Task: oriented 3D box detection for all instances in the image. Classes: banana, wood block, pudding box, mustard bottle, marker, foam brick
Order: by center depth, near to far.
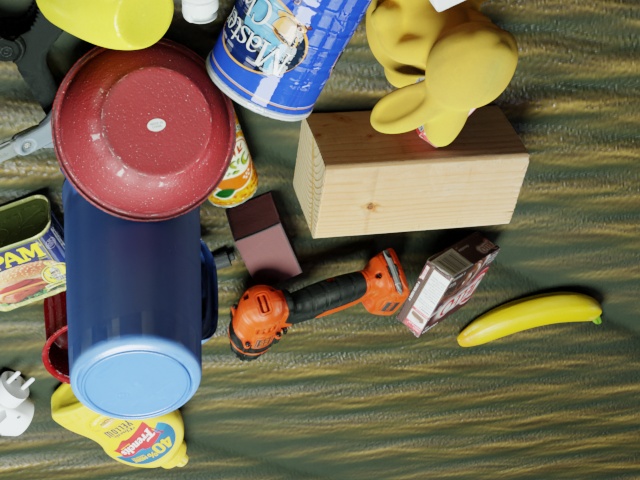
[{"bbox_3d":[0.087,-0.069,1.053,0.205,0.090,0.091,-4,133,-16],"label":"wood block"},{"bbox_3d":[-0.057,0.001,1.093,0.051,0.053,0.078,-22,134,1],"label":"foam brick"},{"bbox_3d":[-0.147,0.037,1.117,0.121,0.020,0.020,-20,134,0],"label":"marker"},{"bbox_3d":[0.141,0.047,1.176,0.113,0.039,0.090,-23,146,-48],"label":"pudding box"},{"bbox_3d":[-0.213,0.213,1.227,0.096,0.058,0.191,-31,133,11],"label":"mustard bottle"},{"bbox_3d":[0.264,0.094,1.296,0.197,0.037,0.070,-6,131,-14],"label":"banana"}]

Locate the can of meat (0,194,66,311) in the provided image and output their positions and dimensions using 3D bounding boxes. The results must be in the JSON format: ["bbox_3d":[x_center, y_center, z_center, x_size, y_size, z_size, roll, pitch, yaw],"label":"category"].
[{"bbox_3d":[-0.289,0.014,1.023,0.102,0.057,0.084,-19,137,3],"label":"can of meat"}]

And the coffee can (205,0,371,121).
[{"bbox_3d":[-0.023,-0.187,0.900,0.102,0.103,0.140,13,125,-28],"label":"coffee can"}]

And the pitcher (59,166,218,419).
[{"bbox_3d":[-0.160,0.040,0.961,0.149,0.243,0.145,-1,134,-10],"label":"pitcher"}]

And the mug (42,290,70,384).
[{"bbox_3d":[-0.244,0.095,1.094,0.093,0.081,0.117,12,126,-27],"label":"mug"}]

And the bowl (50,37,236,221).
[{"bbox_3d":[-0.142,-0.097,0.898,0.162,0.055,0.162,0,90,-19],"label":"bowl"}]

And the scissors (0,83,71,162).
[{"bbox_3d":[-0.242,-0.077,0.928,0.201,0.016,0.096,-39,142,-12],"label":"scissors"}]

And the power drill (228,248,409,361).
[{"bbox_3d":[-0.008,0.075,1.146,0.187,0.057,0.184,-18,166,-15],"label":"power drill"}]

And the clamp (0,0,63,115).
[{"bbox_3d":[-0.255,-0.161,0.890,0.164,0.036,0.210,8,127,-33],"label":"clamp"}]
